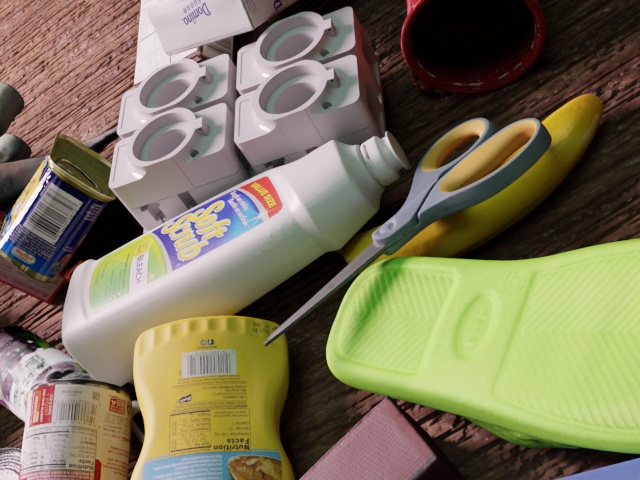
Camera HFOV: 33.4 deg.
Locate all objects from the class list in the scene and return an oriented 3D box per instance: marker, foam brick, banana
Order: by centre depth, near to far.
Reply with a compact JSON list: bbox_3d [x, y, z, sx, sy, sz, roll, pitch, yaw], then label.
[{"bbox_3d":[0.032,0.134,0.565,0.078,0.053,0.051,-43,43,0],"label":"foam brick"},{"bbox_3d":[0.088,-0.024,0.655,0.198,0.037,0.069,-27,46,18],"label":"banana"},{"bbox_3d":[-0.110,0.129,0.700,0.020,0.020,0.121,-48,43,-3],"label":"marker"}]

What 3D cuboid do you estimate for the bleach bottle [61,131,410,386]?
[{"bbox_3d":[-0.055,0.001,0.707,0.251,0.068,0.102,-31,30,17],"label":"bleach bottle"}]

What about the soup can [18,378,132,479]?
[{"bbox_3d":[-0.156,0.145,0.674,0.069,0.068,0.102,-14,63,29],"label":"soup can"}]

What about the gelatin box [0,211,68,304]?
[{"bbox_3d":[-0.251,0.006,0.850,0.030,0.089,0.073,-51,43,7],"label":"gelatin box"}]

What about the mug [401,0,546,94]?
[{"bbox_3d":[0.094,-0.152,0.721,0.117,0.093,0.081,122,158,-44],"label":"mug"}]

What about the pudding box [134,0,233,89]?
[{"bbox_3d":[-0.115,-0.184,0.904,0.090,0.039,0.113,-19,60,40],"label":"pudding box"}]

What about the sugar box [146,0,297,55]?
[{"bbox_3d":[-0.045,-0.203,0.827,0.094,0.048,0.176,-8,22,38],"label":"sugar box"}]

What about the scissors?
[{"bbox_3d":[0.044,-0.014,0.636,0.202,0.016,0.096,-34,23,7],"label":"scissors"}]

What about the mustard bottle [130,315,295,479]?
[{"bbox_3d":[-0.062,0.137,0.622,0.096,0.058,0.191,-3,51,-3],"label":"mustard bottle"}]

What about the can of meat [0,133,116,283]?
[{"bbox_3d":[-0.202,-0.025,0.817,0.084,0.057,0.102,-54,18,10],"label":"can of meat"}]

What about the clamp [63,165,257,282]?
[{"bbox_3d":[-0.102,-0.030,0.803,0.210,0.036,0.165,-45,42,-6],"label":"clamp"}]
